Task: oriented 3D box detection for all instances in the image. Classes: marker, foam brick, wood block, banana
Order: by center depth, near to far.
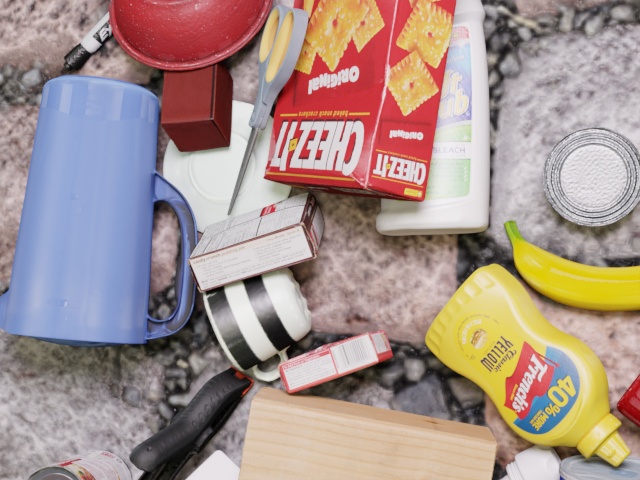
[{"bbox_3d":[0.039,0.191,0.917,0.206,0.091,0.090,9,89,4],"label":"wood block"},{"bbox_3d":[0.252,0.027,0.918,0.198,0.037,0.069,8,90,14],"label":"banana"},{"bbox_3d":[-0.114,-0.129,0.991,0.051,0.053,0.078,-6,63,12],"label":"foam brick"},{"bbox_3d":[-0.208,-0.212,1.046,0.121,0.020,0.020,-43,79,8],"label":"marker"}]

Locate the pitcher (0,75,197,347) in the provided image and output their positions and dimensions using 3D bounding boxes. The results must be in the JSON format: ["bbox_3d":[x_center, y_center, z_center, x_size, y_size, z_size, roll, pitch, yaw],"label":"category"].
[{"bbox_3d":[-0.204,-0.022,0.989,0.145,0.149,0.243,2,84,41],"label":"pitcher"}]

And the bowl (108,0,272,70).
[{"bbox_3d":[-0.126,-0.239,0.982,0.162,0.055,0.162,-4,65,8],"label":"bowl"}]

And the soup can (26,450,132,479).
[{"bbox_3d":[-0.224,0.234,0.988,0.068,0.102,0.068,-1,87,13],"label":"soup can"}]

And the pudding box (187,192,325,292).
[{"bbox_3d":[-0.056,0.001,0.962,0.113,0.090,0.039,-19,108,12],"label":"pudding box"}]

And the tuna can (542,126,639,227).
[{"bbox_3d":[0.237,-0.054,0.926,0.086,0.033,0.086,-1,88,13],"label":"tuna can"}]

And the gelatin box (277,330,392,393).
[{"bbox_3d":[0.014,0.107,0.952,0.089,0.073,0.030,-21,82,12],"label":"gelatin box"}]

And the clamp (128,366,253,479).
[{"bbox_3d":[-0.123,0.181,0.958,0.039,0.171,0.120,41,131,10],"label":"clamp"}]

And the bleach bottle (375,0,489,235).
[{"bbox_3d":[0.098,-0.132,0.949,0.102,0.068,0.251,-2,85,9],"label":"bleach bottle"}]

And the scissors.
[{"bbox_3d":[-0.056,-0.128,0.975,0.016,0.096,0.202,12,125,-21],"label":"scissors"}]

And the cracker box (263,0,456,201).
[{"bbox_3d":[0.032,-0.147,0.915,0.164,0.072,0.214,10,89,57],"label":"cracker box"}]

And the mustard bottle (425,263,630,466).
[{"bbox_3d":[0.183,0.115,0.901,0.192,0.058,0.096,45,116,21],"label":"mustard bottle"}]
